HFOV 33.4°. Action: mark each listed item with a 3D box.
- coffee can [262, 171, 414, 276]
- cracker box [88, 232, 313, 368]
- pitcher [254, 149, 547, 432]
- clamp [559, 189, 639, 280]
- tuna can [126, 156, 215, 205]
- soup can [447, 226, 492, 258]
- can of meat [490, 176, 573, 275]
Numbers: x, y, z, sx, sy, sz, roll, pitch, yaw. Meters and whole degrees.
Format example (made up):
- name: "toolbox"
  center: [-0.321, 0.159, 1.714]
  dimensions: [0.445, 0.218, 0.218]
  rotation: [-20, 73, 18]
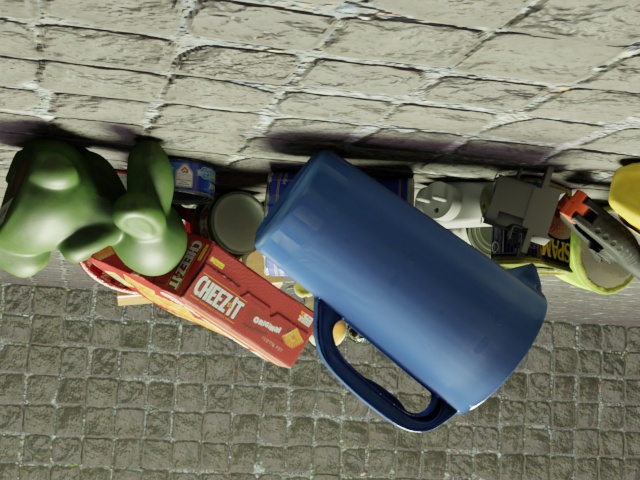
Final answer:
- name: "coffee can"
  center: [0.019, -0.013, 1.039]
  dimensions: [0.140, 0.103, 0.103]
  rotation: [3, 173, 3]
- name: "cracker box"
  center: [-0.128, 0.048, 1.119]
  dimensions: [0.164, 0.072, 0.214]
  rotation: [37, 168, -37]
- name: "pitcher"
  center: [0.060, 0.040, 0.929]
  dimensions: [0.243, 0.149, 0.145]
  rotation: [36, 128, -6]
- name: "clamp"
  center: [0.282, 0.008, 1.003]
  dimensions: [0.120, 0.039, 0.171]
  rotation: [30, 179, 39]
- name: "tuna can"
  center: [-0.144, -0.057, 1.035]
  dimensions: [0.086, 0.034, 0.086]
  rotation: [3, 173, 0]
- name: "soup can"
  center: [0.178, -0.006, 1.173]
  dimensions: [0.068, 0.068, 0.102]
  rotation: [4, 172, -8]
- name: "can of meat"
  center: [0.205, -0.013, 1.033]
  dimensions: [0.058, 0.084, 0.101]
  rotation: [-2, 171, 36]
